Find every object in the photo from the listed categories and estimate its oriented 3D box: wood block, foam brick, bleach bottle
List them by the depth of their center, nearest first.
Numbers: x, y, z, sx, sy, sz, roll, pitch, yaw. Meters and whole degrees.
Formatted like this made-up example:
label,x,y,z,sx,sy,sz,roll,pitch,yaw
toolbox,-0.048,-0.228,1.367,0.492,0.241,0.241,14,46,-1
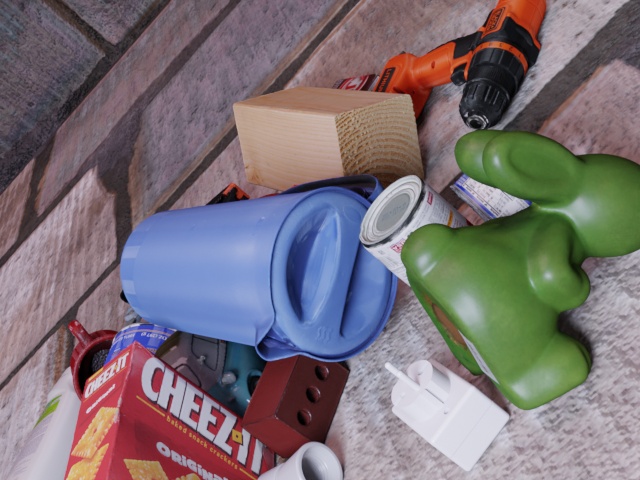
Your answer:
label,x,y,z,sx,sy,sz,roll,pitch,yaw
foam brick,-0.021,0.132,0.887,0.051,0.053,0.078,-24,35,47
wood block,0.004,-0.099,1.072,0.090,0.091,0.206,-20,18,-27
bleach bottle,-0.305,0.228,1.259,0.103,0.068,0.250,-35,25,33

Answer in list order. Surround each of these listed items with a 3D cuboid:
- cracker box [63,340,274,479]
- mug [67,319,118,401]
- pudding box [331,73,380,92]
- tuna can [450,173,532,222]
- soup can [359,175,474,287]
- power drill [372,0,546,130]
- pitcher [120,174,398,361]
label,x,y,z,sx,sy,sz,roll,pitch,yaw
cracker box,-0.111,0.200,0.808,0.072,0.164,0.213,-39,25,22
mug,-0.251,0.139,1.227,0.093,0.117,0.082,-42,16,-12
pudding box,0.024,-0.137,1.228,0.113,0.039,0.090,-58,25,-15
tuna can,0.138,-0.022,0.785,0.034,0.086,0.086,-47,23,5
soup can,0.087,0.007,0.812,0.069,0.102,0.068,-41,24,23
power drill,0.128,-0.154,1.044,0.188,0.057,0.184,-19,34,47
pitcher,-0.056,0.019,0.898,0.243,0.148,0.145,0,91,49
